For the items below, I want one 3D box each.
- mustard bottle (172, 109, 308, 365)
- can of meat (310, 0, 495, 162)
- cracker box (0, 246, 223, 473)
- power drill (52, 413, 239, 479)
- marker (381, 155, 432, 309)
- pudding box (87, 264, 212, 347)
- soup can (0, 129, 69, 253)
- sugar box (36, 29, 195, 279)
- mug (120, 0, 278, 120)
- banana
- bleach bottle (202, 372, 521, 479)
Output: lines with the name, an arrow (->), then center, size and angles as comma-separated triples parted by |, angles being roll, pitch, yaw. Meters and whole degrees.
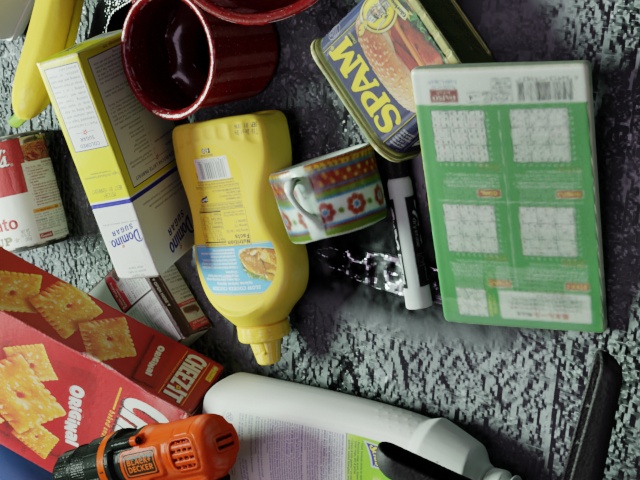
mustard bottle -> -0.055, 0.001, 0.812 | 0.096, 0.058, 0.191 | -4, 100, 37
can of meat -> 0.057, -0.117, 0.697 | 0.084, 0.057, 0.102 | -40, 78, 35
cracker box -> -0.208, 0.126, 0.898 | 0.214, 0.072, 0.164 | 29, 130, 4
power drill -> -0.120, 0.232, 0.808 | 0.185, 0.057, 0.187 | -19, 87, 36
marker -> 0.060, -0.012, 0.745 | 0.020, 0.020, 0.121 | -4, 99, 38
pudding box -> -0.156, 0.067, 0.922 | 0.114, 0.039, 0.090 | -39, 80, 40
soup can -> -0.270, -0.043, 0.962 | 0.069, 0.068, 0.102 | -7, 98, 39
sugar box -> -0.146, -0.067, 0.818 | 0.048, 0.093, 0.176 | -6, 111, 25
mug -> -0.093, -0.148, 0.787 | 0.117, 0.081, 0.093 | 49, 126, 17
banana -> -0.223, -0.182, 0.874 | 0.070, 0.037, 0.198 | 27, 102, 46
bleach bottle -> 0.028, 0.167, 0.792 | 0.251, 0.067, 0.102 | 8, 109, 34
